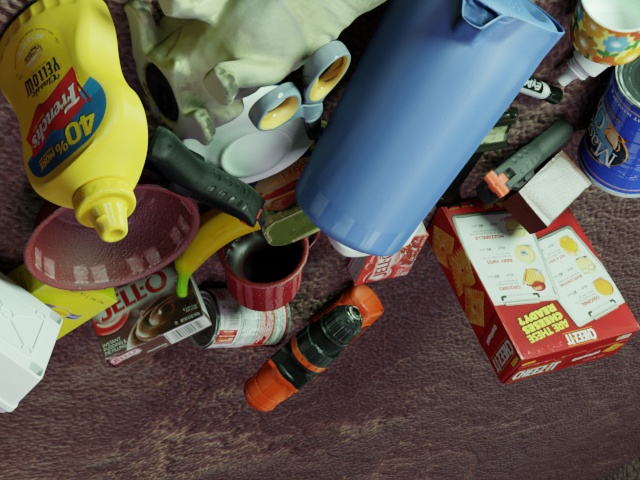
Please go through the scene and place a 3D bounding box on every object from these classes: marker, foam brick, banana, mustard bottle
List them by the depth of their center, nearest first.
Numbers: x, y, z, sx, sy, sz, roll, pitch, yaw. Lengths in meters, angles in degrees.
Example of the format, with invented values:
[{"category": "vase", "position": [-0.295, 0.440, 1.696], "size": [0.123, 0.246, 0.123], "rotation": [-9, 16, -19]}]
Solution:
[{"category": "mustard bottle", "position": [-0.168, -0.080, 0.742], "size": [0.096, 0.192, 0.058], "rotation": [-35, 150, 20]}, {"category": "banana", "position": [-0.069, -0.013, 1.065], "size": [0.197, 0.069, 0.037], "rotation": [-27, 175, -13]}, {"category": "marker", "position": [0.207, -0.156, 1.075], "size": [0.120, 0.020, 0.020], "rotation": [9, 138, -45]}, {"category": "foam brick", "position": [0.251, -0.053, 1.188], "size": [0.078, 0.051, 0.053], "rotation": [-43, -179, -16]}]

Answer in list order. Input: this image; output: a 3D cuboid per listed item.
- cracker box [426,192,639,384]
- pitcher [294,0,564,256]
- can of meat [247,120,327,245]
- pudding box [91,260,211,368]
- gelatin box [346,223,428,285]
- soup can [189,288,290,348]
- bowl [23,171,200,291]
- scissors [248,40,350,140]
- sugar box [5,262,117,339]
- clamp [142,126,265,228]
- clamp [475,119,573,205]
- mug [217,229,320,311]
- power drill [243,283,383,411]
[{"category": "cracker box", "position": [0.242, 0.047, 1.242], "size": [0.164, 0.214, 0.072], "rotation": [-11, 149, -22]}, {"category": "pitcher", "position": [0.082, -0.113, 0.890], "size": [0.149, 0.145, 0.243], "rotation": [10, 122, -42]}, {"category": "can of meat", "position": [-0.022, -0.052, 1.013], "size": [0.102, 0.084, 0.057], "rotation": [-25, 152, 2]}, {"category": "pudding box", "position": [-0.179, 0.068, 1.096], "size": [0.113, 0.090, 0.039], "rotation": [-23, 153, -2]}, {"category": "gelatin box", "position": [0.078, 0.014, 1.259], "size": [0.073, 0.030, 0.089], "rotation": [-10, 149, -23]}, {"category": "soup can", "position": [-0.094, 0.089, 1.218], "size": [0.102, 0.068, 0.069], "rotation": [3, 142, -39]}, {"category": "bowl", "position": [-0.194, -0.020, 0.969], "size": [0.162, 0.055, 0.162], "rotation": [-18, 151, -10]}, {"category": "scissors", "position": [-0.022, -0.096, 0.841], "size": [0.096, 0.016, 0.202], "rotation": [-34, 171, -18]}, {"category": "sugar box", "position": [-0.301, 0.077, 1.064], "size": [0.176, 0.048, 0.093], "rotation": [-34, 148, 15]}, {"category": "clamp", "position": [-0.124, -0.061, 0.866], "size": [0.209, 0.165, 0.036], "rotation": [30, 82, -55]}, {"category": "clamp", "position": [0.215, -0.082, 1.132], "size": [0.120, 0.039, 0.171], "rotation": [-48, 175, 18]}, {"category": "mug", "position": [-0.050, 0.017, 1.115], "size": [0.117, 0.093, 0.081], "rotation": [-35, 160, -18]}, {"category": "power drill", "position": [0.007, 0.112, 1.261], "size": [0.185, 0.057, 0.187], "rotation": [-41, 176, 29]}]
